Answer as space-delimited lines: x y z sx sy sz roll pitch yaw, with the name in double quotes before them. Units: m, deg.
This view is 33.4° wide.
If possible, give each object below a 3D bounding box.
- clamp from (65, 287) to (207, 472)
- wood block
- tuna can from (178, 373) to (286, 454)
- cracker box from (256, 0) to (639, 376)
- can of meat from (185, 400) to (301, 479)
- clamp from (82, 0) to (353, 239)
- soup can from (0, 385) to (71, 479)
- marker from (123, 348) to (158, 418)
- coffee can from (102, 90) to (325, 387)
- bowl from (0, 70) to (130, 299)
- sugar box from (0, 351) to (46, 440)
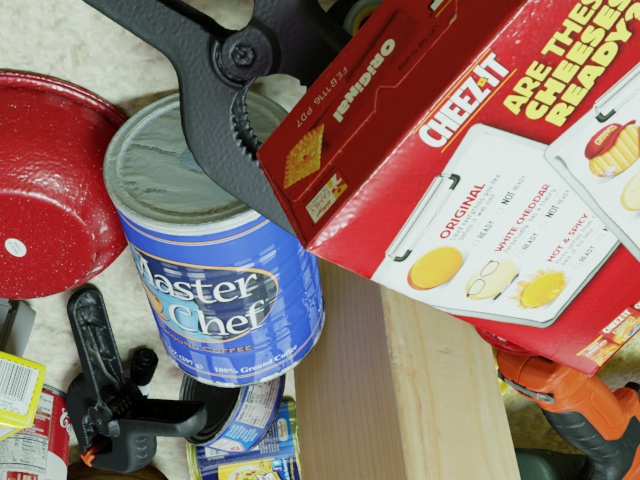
"clamp" -0.131 0.118 0.727 0.039 0.120 0.172 -31 154 -32
"wood block" 0.046 0.093 0.630 0.090 0.206 0.091 24 131 -29
"tuna can" -0.060 0.099 0.717 0.033 0.086 0.086 22 131 -30
"cracker box" 0.104 -0.041 0.459 0.213 0.072 0.164 25 114 -42
"can of meat" -0.054 0.169 0.819 0.084 0.057 0.102 -8 139 -1
"clamp" -0.025 -0.094 0.476 0.165 0.036 0.210 -28 100 20
"soup can" -0.214 0.161 0.757 0.068 0.102 0.068 -3 138 -3
"marker" -0.136 0.118 0.779 0.020 0.020 0.121 7 137 -14
"coffee can" -0.054 0.001 0.593 0.103 0.103 0.140 -7 139 1
"bowl" -0.171 -0.016 0.598 0.162 0.055 0.162 -3 139 -3
"sugar box" -0.246 0.100 0.674 0.093 0.048 0.177 24 154 -24
